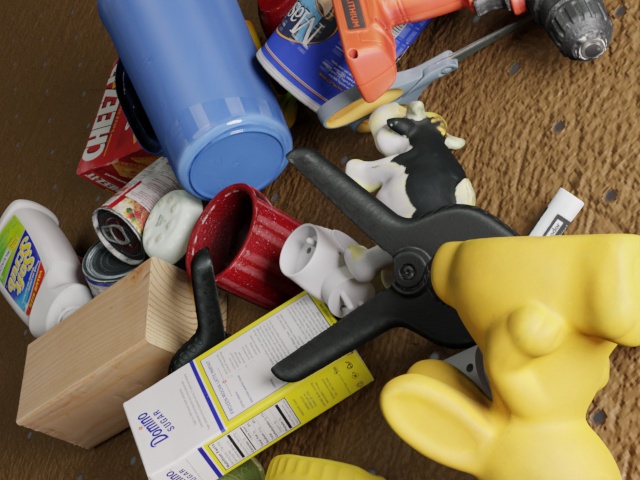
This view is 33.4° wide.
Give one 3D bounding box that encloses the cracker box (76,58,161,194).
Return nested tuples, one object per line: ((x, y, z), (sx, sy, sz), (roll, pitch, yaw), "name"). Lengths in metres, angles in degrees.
((-0.175, -0.150, 1.188), (0.214, 0.072, 0.164), (-12, 57, 49), "cracker box")

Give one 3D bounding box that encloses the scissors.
((0.094, -0.133, 0.861), (0.202, 0.096, 0.016), (-22, 76, 5), "scissors")

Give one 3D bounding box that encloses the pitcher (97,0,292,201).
((-0.120, -0.149, 0.998), (0.145, 0.149, 0.243), (-21, 57, -6), "pitcher")

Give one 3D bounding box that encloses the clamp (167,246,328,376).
((-0.065, 0.088, 0.871), (0.039, 0.120, 0.172), (-105, 31, -60), "clamp")

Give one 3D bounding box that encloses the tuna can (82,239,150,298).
((-0.198, 0.026, 1.087), (0.086, 0.034, 0.086), (-10, 39, 8), "tuna can")

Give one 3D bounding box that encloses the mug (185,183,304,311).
((-0.056, 0.001, 0.915), (0.093, 0.081, 0.117), (-39, 40, 29), "mug")

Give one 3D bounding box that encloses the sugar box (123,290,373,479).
((-0.057, 0.115, 0.808), (0.176, 0.048, 0.093), (-33, 35, -2), "sugar box")

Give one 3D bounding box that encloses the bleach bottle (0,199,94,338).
((-0.298, 0.041, 1.165), (0.102, 0.068, 0.251), (-60, 36, 3), "bleach bottle")

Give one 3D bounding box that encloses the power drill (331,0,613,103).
((0.108, -0.170, 0.793), (0.188, 0.057, 0.184), (-19, 44, 9), "power drill")

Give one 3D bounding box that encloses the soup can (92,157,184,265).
((-0.168, -0.032, 1.062), (0.069, 0.068, 0.102), (-10, 28, 49), "soup can")

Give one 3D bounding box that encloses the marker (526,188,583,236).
((0.132, 0.020, 0.712), (0.121, 0.020, 0.020), (-56, 34, 8), "marker")

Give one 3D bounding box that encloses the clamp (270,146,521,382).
((0.059, 0.012, 0.714), (0.210, 0.036, 0.164), (-4, 87, 24), "clamp")

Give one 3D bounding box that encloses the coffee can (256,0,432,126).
((0.026, -0.184, 0.923), (0.140, 0.102, 0.103), (-51, 35, 15), "coffee can")

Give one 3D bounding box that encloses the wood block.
((-0.188, 0.111, 1.001), (0.206, 0.090, 0.091), (-32, 43, 35), "wood block")
